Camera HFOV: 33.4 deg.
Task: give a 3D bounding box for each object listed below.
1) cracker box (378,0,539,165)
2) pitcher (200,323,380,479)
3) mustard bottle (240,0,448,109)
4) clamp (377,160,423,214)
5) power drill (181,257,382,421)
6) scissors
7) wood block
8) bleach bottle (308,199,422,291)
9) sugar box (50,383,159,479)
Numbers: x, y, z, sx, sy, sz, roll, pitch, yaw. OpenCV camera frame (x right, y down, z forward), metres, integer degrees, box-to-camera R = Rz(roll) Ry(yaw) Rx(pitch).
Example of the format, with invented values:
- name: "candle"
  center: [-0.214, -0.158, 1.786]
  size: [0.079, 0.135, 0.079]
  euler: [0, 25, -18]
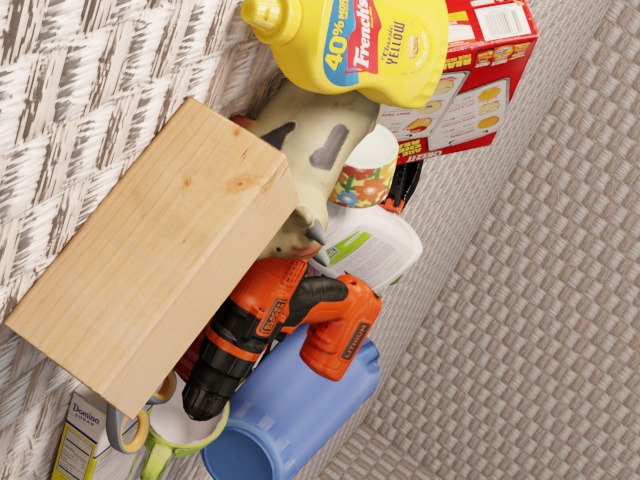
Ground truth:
- name: "cracker box"
  center: [0.107, -0.157, 1.064]
  size: [0.164, 0.072, 0.214]
  euler: [-12, 158, -9]
- name: "pitcher"
  center: [-0.044, 0.198, 1.251]
  size: [0.242, 0.145, 0.149]
  euler: [-41, 150, -54]
- name: "mustard bottle"
  center: [0.017, -0.158, 0.809]
  size: [0.191, 0.058, 0.096]
  euler: [3, 103, -45]
- name: "clamp"
  center: [0.111, -0.129, 1.272]
  size: [0.164, 0.036, 0.209]
  euler: [77, 31, -53]
- name: "power drill"
  center: [-0.032, 0.087, 0.982]
  size: [0.187, 0.057, 0.184]
  euler: [15, 107, -57]
- name: "scissors"
  center: [-0.179, 0.130, 0.882]
  size: [0.201, 0.016, 0.096]
  euler: [24, 83, -65]
- name: "wood block"
  center: [-0.115, 0.013, 0.766]
  size: [0.206, 0.090, 0.091]
  euler: [-53, 162, -13]
- name: "bleach bottle"
  center: [0.027, -0.010, 1.112]
  size: [0.102, 0.068, 0.250]
  euler: [-41, 156, 5]
- name: "sugar box"
  center: [-0.203, 0.182, 1.004]
  size: [0.093, 0.048, 0.176]
  euler: [-42, 158, -50]
